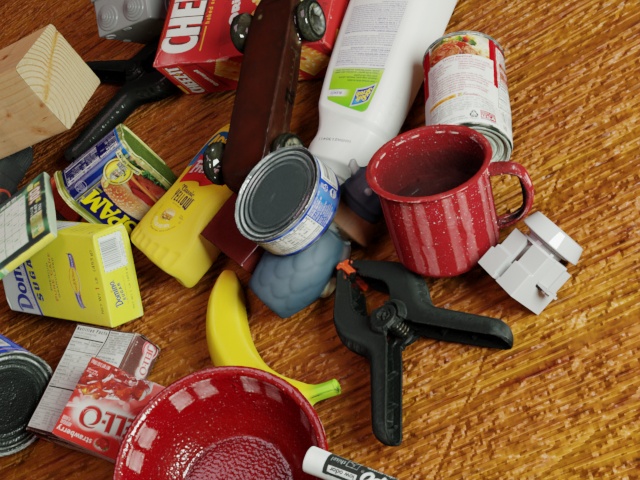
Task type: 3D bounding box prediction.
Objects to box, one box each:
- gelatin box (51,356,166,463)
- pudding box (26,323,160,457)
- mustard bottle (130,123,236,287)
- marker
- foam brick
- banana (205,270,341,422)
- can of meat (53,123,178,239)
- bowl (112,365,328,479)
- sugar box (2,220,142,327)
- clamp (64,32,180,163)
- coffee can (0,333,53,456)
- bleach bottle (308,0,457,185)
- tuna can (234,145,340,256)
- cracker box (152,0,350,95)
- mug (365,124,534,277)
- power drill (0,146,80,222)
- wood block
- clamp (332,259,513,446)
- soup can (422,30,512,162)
[{"bbox_3d":[-0.170,0.149,0.904,0.089,0.030,0.073,21,70,11],"label":"gelatin box"},{"bbox_3d":[-0.207,0.135,0.971,0.090,0.039,0.113,3,61,42],"label":"pudding box"},{"bbox_3d":[-0.092,-0.052,0.999,0.191,0.058,0.096,-51,38,-3],"label":"mustard bottle"},{"bbox_3d":[0.045,0.167,0.718,0.121,0.020,0.020,16,70,23],"label":"marker"},{"bbox_3d":[-0.056,0.001,0.933,0.051,0.053,0.078,-51,40,-4],"label":"foam brick"},{"bbox_3d":[-0.055,0.094,0.878,0.069,0.037,0.198,-35,41,-12],"label":"banana"},{"bbox_3d":[-0.197,-0.055,1.059,0.084,0.102,0.057,-38,42,8],"label":"can of meat"},{"bbox_3d":[-0.068,0.176,0.786,0.162,0.055,0.162,-6,58,9],"label":"bowl"},{"bbox_3d":[-0.252,0.029,1.049,0.177,0.093,0.048,2,17,40],"label":"sugar box"},{"bbox_3d":[-0.205,-0.174,1.203,0.210,0.036,0.164,-19,48,27],"label":"clamp"},{"bbox_3d":[-0.332,0.135,1.028,0.141,0.102,0.102,18,72,46],"label":"coffee can"},{"bbox_3d":[0.043,-0.145,0.953,0.103,0.068,0.250,6,66,43],"label":"bleach bottle"},{"bbox_3d":[-0.026,-0.031,0.855,0.086,0.033,0.086,-24,49,31],"label":"tuna can"},{"bbox_3d":[-0.054,-0.242,1.075,0.214,0.072,0.164,-1,68,33],"label":"cracker box"},{"bbox_3d":[0.099,-0.029,0.792,0.117,0.081,0.093,-9,38,12],"label":"mug"},{"bbox_3d":[-0.347,-0.037,1.207,0.188,0.057,0.184,6,60,45],"label":"power drill"},{"bbox_3d":[-0.368,-0.156,1.227,0.206,0.090,0.090,-16,36,34],"label":"wood block"},{"bbox_3d":[0.066,0.061,0.796,0.120,0.039,0.171,-31,43,4],"label":"clamp"},{"bbox_3d":[0.117,-0.108,0.857,0.069,0.068,0.102,-20,49,28],"label":"soup can"}]
